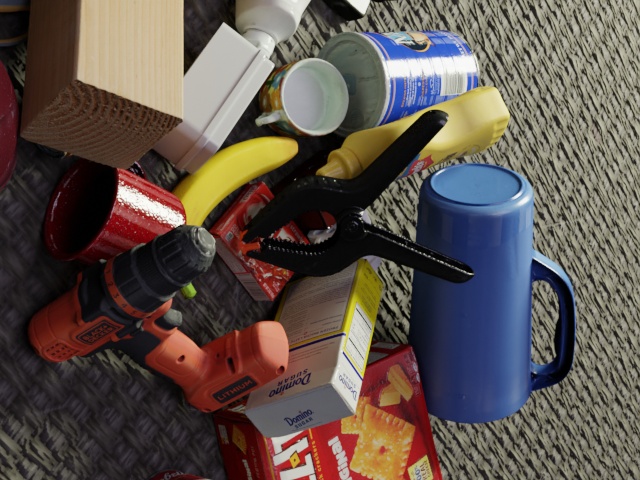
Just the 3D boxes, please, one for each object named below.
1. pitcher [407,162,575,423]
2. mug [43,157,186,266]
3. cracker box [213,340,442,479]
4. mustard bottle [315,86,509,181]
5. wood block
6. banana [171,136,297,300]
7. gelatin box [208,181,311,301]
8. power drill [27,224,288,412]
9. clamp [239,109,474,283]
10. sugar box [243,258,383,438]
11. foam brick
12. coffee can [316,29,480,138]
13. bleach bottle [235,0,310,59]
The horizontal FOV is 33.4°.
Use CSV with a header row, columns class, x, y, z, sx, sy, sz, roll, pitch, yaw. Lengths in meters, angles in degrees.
class,x,y,z,sx,sy,sz,roll,pitch,yaw
pitcher,0.161,0.051,1.064,0.149,0.145,0.243,-21,125,-30
mug,-0.165,-0.024,0.873,0.081,0.093,0.117,27,45,-43
cracker box,0.016,0.208,1.031,0.213,0.072,0.164,-20,101,-40
mustard bottle,0.079,-0.087,1.002,0.191,0.096,0.058,-22,84,-26
wood block,-0.164,-0.172,0.814,0.090,0.090,0.206,17,57,-36
banana,-0.094,-0.036,0.953,0.069,0.037,0.197,38,60,-8
gelatin box,-0.057,0.001,0.999,0.073,0.030,0.089,-53,121,-30
power drill,-0.112,0.067,0.865,0.187,0.185,0.057,35,37,-41
clamp,0.030,-0.029,0.945,0.210,0.036,0.164,-6,111,-1
sugar box,-0.002,0.094,0.959,0.048,0.093,0.176,54,30,-27
foam brick,0.004,-0.051,1.040,0.078,0.053,0.051,-41,115,-35
coffee can,0.077,-0.159,1.074,0.140,0.103,0.103,-11,96,-41
bleach bottle,-0.017,-0.279,0.993,0.068,0.103,0.250,32,67,-35
